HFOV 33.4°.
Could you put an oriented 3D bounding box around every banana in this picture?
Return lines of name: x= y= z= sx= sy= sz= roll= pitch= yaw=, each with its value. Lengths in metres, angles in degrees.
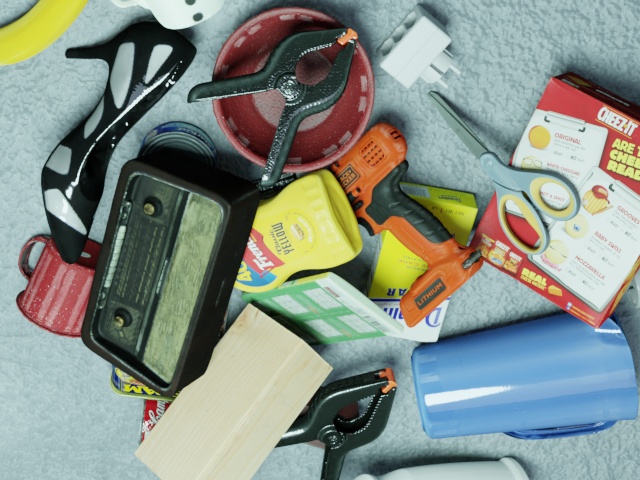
banana: x=-0.275 y=-0.226 z=1.039 sx=0.198 sy=0.037 sz=0.069 roll=-32 pitch=115 yaw=13

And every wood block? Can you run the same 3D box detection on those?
wood block: x=-0.094 y=0.187 z=1.174 sx=0.206 sy=0.091 sz=0.090 roll=-53 pitch=144 yaw=-8

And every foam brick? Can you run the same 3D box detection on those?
foam brick: x=0.002 y=0.212 z=1.273 sx=0.078 sy=0.051 sz=0.053 roll=19 pitch=115 yaw=-12

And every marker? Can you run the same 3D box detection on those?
marker: x=-0.067 y=-0.055 z=1.149 sx=0.121 sy=0.020 sz=0.020 roll=-17 pitch=117 yaw=6

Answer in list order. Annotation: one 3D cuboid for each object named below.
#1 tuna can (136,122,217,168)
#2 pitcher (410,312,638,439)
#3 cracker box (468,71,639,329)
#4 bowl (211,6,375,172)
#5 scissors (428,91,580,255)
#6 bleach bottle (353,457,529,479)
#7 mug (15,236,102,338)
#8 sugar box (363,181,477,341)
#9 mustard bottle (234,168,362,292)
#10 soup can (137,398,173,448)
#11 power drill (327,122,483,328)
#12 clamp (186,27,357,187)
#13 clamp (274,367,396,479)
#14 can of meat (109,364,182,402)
tuna can: x=-0.151 y=-0.080 z=1.123 sx=0.086 sy=0.034 sz=0.086 roll=-1 pitch=118 yaw=-2
pitcher: x=0.232 y=0.164 z=1.223 sx=0.243 sy=0.145 sz=0.149 roll=-10 pitch=84 yaw=6
cracker box: x=0.272 y=-0.042 z=1.103 sx=0.164 sy=0.072 sz=0.214 roll=32 pitch=118 yaw=19
bowl: x=-0.027 y=-0.151 z=1.068 sx=0.162 sy=0.055 sz=0.162 roll=0 pitch=101 yaw=1
scissors: x=0.192 y=-0.082 z=1.088 sx=0.096 sy=0.016 sz=0.202 roll=-27 pitch=88 yaw=33
bleach bottle: x=0.126 y=0.307 z=1.279 sx=0.250 sy=0.068 sz=0.103 roll=9 pitch=120 yaw=-29
mug: x=-0.280 y=0.039 z=1.158 sx=0.117 sy=0.093 sz=0.082 roll=35 pitch=110 yaw=20
sugar box: x=0.106 y=0.026 z=1.185 sx=0.093 sy=0.048 sz=0.176 roll=10 pitch=115 yaw=-5
mustard bottle: x=-0.057 y=0.001 z=1.107 sx=0.192 sy=0.058 sz=0.096 roll=-21 pitch=99 yaw=27
soup can: x=-0.161 y=0.216 z=1.259 sx=0.102 sy=0.068 sz=0.068 roll=6 pitch=117 yaw=-7
power drill: x=0.063 y=-0.003 z=1.116 sx=0.187 sy=0.057 sz=0.185 roll=49 pitch=124 yaw=4
clamp: x=-0.041 y=-0.149 z=1.020 sx=0.120 sy=0.039 sz=0.171 roll=40 pitch=93 yaw=-11
clamp: x=0.001 y=0.216 z=1.223 sx=0.164 sy=0.036 sz=0.210 roll=31 pitch=112 yaw=-23
can of meat: x=-0.185 y=0.138 z=1.202 sx=0.102 sy=0.057 sz=0.084 roll=8 pitch=149 yaw=-6
